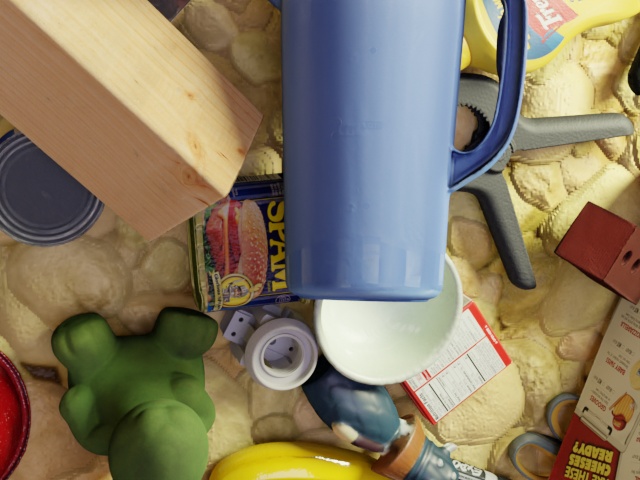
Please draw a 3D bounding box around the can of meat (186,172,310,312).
[{"bbox_3d":[-0.055,0.001,0.800,0.083,0.057,0.102,-6,106,-13],"label":"can of meat"}]

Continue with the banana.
[{"bbox_3d":[-0.007,0.196,0.882,0.197,0.037,0.070,5,133,-15],"label":"banana"}]

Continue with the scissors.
[{"bbox_3d":[0.263,0.198,0.974,0.201,0.016,0.096,17,99,-21],"label":"scissors"}]

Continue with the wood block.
[{"bbox_3d":[-0.148,-0.108,0.706,0.091,0.090,0.206,-28,119,39],"label":"wood block"}]

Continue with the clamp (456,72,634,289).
[{"bbox_3d":[0.144,-0.078,0.850,0.209,0.036,0.164,37,92,-22],"label":"clamp"}]

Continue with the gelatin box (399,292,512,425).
[{"bbox_3d":[0.105,0.098,0.890,0.089,0.030,0.073,-37,113,-4],"label":"gelatin box"}]

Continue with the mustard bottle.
[{"bbox_3d":[0.155,-0.180,0.811,0.191,0.058,0.096,-30,101,-8],"label":"mustard bottle"}]

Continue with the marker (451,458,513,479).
[{"bbox_3d":[0.124,0.203,0.930,0.121,0.020,0.020,23,97,-21],"label":"marker"}]

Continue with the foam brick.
[{"bbox_3d":[0.240,0.010,0.880,0.078,0.051,0.053,27,97,-50],"label":"foam brick"}]

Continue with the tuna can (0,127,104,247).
[{"bbox_3d":[-0.196,-0.041,0.757,0.086,0.034,0.086,-5,106,-16],"label":"tuna can"}]

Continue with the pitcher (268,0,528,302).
[{"bbox_3d":[0.044,-0.080,0.729,0.144,0.149,0.243,3,88,-33],"label":"pitcher"}]
